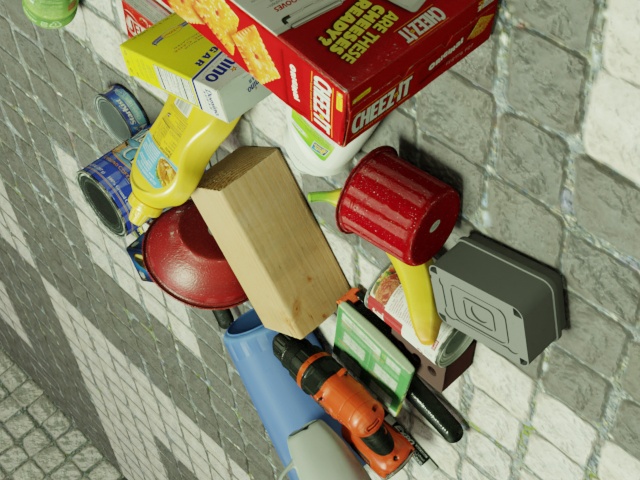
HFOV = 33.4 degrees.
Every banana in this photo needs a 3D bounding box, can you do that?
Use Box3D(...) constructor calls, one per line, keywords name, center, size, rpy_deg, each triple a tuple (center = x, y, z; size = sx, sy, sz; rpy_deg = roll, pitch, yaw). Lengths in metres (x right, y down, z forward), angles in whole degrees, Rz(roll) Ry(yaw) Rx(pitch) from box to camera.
Box3D(name="banana", center=(0.070, 0.012, 1.055), size=(0.198, 0.069, 0.037), rpy_deg=(51, 172, 20))

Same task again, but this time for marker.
Box3D(name="marker", center=(0.105, 0.255, 1.388), size=(0.121, 0.020, 0.020), rpy_deg=(49, 155, 8))

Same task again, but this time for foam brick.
Box3D(name="foam brick", center=(0.118, 0.110, 1.131), size=(0.078, 0.051, 0.053), rpy_deg=(39, 152, 27))

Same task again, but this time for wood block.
Box3D(name="wood block", center=(-0.058, 0.001, 1.245), size=(0.091, 0.090, 0.206), rpy_deg=(10, 133, 56))

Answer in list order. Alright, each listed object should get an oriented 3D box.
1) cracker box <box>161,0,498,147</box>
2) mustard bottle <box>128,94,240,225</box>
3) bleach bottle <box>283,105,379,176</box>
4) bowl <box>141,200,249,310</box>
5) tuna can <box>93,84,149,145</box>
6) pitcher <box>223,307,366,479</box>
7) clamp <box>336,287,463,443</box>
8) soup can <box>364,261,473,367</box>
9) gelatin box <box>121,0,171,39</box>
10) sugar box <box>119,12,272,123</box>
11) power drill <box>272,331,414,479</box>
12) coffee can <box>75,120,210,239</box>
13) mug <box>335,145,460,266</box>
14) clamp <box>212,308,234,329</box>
Box3D(name="cracker box", center=(0.001, -0.188, 0.799), size=(0.214, 0.164, 0.072), rpy_deg=(42, 155, 23))
Box3D(name="mustard bottle", center=(-0.163, -0.097, 1.197), size=(0.192, 0.058, 0.096), rpy_deg=(-56, 50, 19))
Box3D(name="bleach bottle", center=(0.006, -0.129, 0.994), size=(0.102, 0.068, 0.251), rpy_deg=(50, 158, 6))
Box3D(name="bowl", center=(-0.135, 0.004, 1.311), size=(0.162, 0.161, 0.055), rpy_deg=(45, 143, 16))
Box3D(name="tuna can", center=(-0.270, -0.168, 1.451), size=(0.086, 0.033, 0.086), rpy_deg=(40, 153, 25))
Box3D(name="pitcher", center=(-0.032, 0.202, 1.444), size=(0.149, 0.144, 0.243), rpy_deg=(-11, 112, 47))
Box3D(name="clamp", center=(0.073, 0.147, 1.277), size=(0.210, 0.036, 0.165), rpy_deg=(58, 156, -15))
Box3D(name="soup can", center=(0.104, 0.072, 1.084), size=(0.102, 0.068, 0.068), rpy_deg=(40, 153, 26))
Box3D(name="gelatin box", center=(-0.189, -0.235, 1.226), size=(0.089, 0.030, 0.073), rpy_deg=(40, 152, 25))
Box3D(name="sugar box", center=(-0.119, -0.185, 1.099), size=(0.176, 0.093, 0.048), rpy_deg=(26, 145, 42))
Box3D(name="power drill", center=(0.029, 0.199, 1.284), size=(0.185, 0.057, 0.187), rpy_deg=(40, 171, 42))
Box3D(name="coffee can", center=(-0.225, -0.082, 1.361), size=(0.103, 0.140, 0.103), rpy_deg=(40, 153, 25))
Box3D(name="mug", center=(0.078, -0.026, 0.990), size=(0.082, 0.093, 0.117), rpy_deg=(32, 180, 28))
Box3D(name="clamp", center=(-0.169, 0.054, 1.570), size=(0.120, 0.039, 0.171), rpy_deg=(39, 152, 24))
